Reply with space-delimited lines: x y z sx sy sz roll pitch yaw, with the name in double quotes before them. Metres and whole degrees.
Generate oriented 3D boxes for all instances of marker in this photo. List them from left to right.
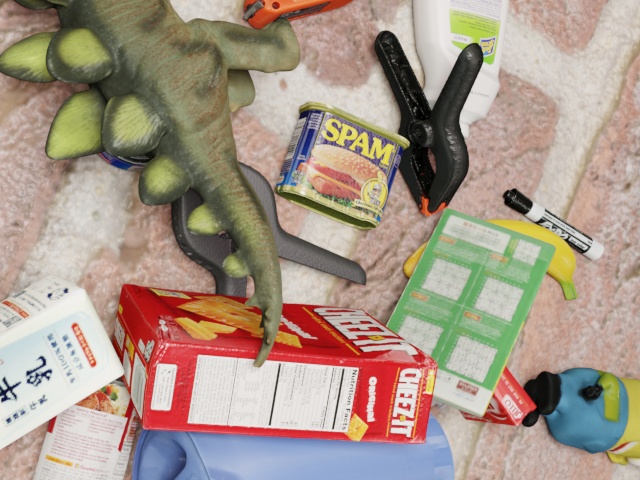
"marker" 0.229 -0.016 1.054 0.121 0.020 0.020 30 75 -18

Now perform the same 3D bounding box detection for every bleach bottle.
"bleach bottle" 0.126 -0.215 1.003 0.102 0.068 0.251 7 86 -21

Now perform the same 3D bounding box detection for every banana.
"banana" 0.172 0.013 1.018 0.197 0.037 0.069 8 83 -22

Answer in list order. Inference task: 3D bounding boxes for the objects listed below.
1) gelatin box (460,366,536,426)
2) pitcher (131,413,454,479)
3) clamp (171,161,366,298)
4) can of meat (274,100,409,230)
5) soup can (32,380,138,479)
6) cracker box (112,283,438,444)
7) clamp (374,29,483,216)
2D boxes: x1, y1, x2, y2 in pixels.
"gelatin box" 0.143 0.130 0.968 0.030 0.089 0.073 -40 102 -21
"pitcher" -0.022 0.191 0.847 0.242 0.149 0.145 -1 131 -35
"clamp" -0.056 0.001 0.910 0.164 0.036 0.210 -31 109 -22
"can of meat" 0.017 -0.065 0.949 0.102 0.058 0.084 22 81 -19
"soup can" -0.183 0.158 0.841 0.068 0.069 0.102 18 80 -21
"cracker box" -0.041 0.091 0.817 0.213 0.164 0.072 6 99 -19
"clamp" 0.092 -0.110 0.968 0.039 0.120 0.171 -16 123 -32
